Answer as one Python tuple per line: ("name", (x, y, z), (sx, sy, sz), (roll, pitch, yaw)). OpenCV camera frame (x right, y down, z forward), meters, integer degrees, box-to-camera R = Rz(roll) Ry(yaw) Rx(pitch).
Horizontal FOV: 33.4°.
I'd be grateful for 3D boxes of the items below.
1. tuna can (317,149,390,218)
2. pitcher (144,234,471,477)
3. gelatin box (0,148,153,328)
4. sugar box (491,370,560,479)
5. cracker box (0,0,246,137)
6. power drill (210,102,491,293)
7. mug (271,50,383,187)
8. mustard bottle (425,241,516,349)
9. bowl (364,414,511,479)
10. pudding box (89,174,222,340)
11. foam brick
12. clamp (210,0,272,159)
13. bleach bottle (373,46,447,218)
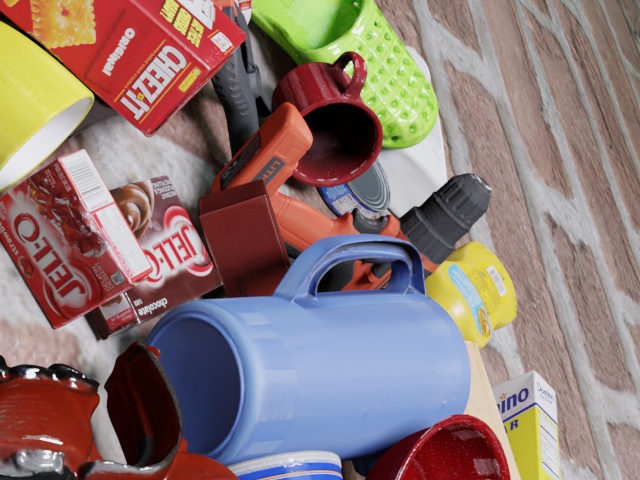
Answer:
("tuna can", (0.030, -0.060, 1.036), (0.086, 0.034, 0.086), (38, 37, -36))
("pitcher", (-0.007, 0.086, 0.751), (0.242, 0.145, 0.149), (6, 53, -53))
("gelatin box", (-0.154, 0.000, 0.653), (0.089, 0.073, 0.030), (61, 30, -3))
("sugar box", (0.168, 0.208, 0.963), (0.048, 0.093, 0.176), (43, 33, -30))
("cracker box", (-0.161, -0.177, 0.726), (0.213, 0.072, 0.164), (42, 17, -9))
("power drill", (0.020, -0.024, 0.858), (0.187, 0.184, 0.057), (38, 16, -21))
("mug", (0.006, -0.118, 0.958), (0.093, 0.117, 0.081), (13, 33, -25))
("mustard bottle", (0.138, 0.065, 1.074), (0.096, 0.058, 0.191), (63, 29, 1))
("bowl", (0.071, 0.199, 0.751), (0.161, 0.055, 0.162), (-5, 96, -48))
("pudding box", (-0.124, 0.009, 0.727), (0.090, 0.039, 0.113), (62, 29, 1))
("foam brick", (-0.055, 0.001, 0.795), (0.051, 0.053, 0.078), (-106, 180, -70))
("clamp", (-0.067, -0.132, 0.885), (0.120, 0.039, 0.171), (-95, 178, -52))
("bleach bottle", (0.097, -0.135, 1.181), (0.102, 0.068, 0.250), (46, 30, -27))
